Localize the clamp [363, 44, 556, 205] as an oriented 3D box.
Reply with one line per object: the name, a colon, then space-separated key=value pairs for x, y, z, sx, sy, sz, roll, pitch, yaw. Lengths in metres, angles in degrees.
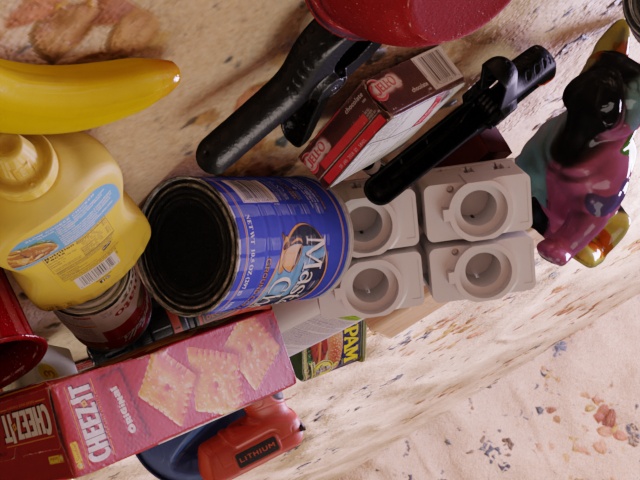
clamp: x=0.136 y=-0.113 z=0.835 sx=0.209 sy=0.036 sz=0.165 roll=-35 pitch=174 yaw=-41

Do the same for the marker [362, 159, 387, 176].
marker: x=0.051 y=-0.063 z=0.947 sx=0.020 sy=0.020 sz=0.121 roll=-34 pitch=162 yaw=13

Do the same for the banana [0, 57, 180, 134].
banana: x=-0.149 y=-0.083 z=0.550 sx=0.070 sy=0.037 sz=0.197 roll=-36 pitch=161 yaw=21

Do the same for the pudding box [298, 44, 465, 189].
pudding box: x=0.047 y=-0.092 z=0.794 sx=0.113 sy=0.039 sz=0.090 roll=-30 pitch=169 yaw=-47

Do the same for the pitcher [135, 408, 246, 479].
pitcher: x=-0.137 y=0.196 z=1.161 sx=0.145 sy=0.149 sz=0.243 roll=-61 pitch=177 yaw=-9

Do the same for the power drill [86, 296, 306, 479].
power drill: x=-0.104 y=0.128 z=0.982 sx=0.184 sy=0.187 sz=0.057 roll=-23 pitch=-159 yaw=-16

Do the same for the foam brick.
foam brick: x=0.124 y=-0.078 z=0.968 sx=0.078 sy=0.051 sz=0.052 roll=-40 pitch=160 yaw=29

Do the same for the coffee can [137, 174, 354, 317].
coffee can: x=-0.055 y=0.001 z=0.818 sx=0.103 sy=0.103 sz=0.140 roll=-41 pitch=159 yaw=31

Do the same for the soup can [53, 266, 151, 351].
soup can: x=-0.168 y=0.038 z=0.800 sx=0.068 sy=0.068 sz=0.102 roll=-27 pitch=162 yaw=-9

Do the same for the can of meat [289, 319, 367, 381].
can of meat: x=0.004 y=0.107 z=1.234 sx=0.083 sy=0.057 sz=0.102 roll=-18 pitch=130 yaw=-23

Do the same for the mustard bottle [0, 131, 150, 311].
mustard bottle: x=-0.166 y=-0.019 z=0.662 sx=0.096 sy=0.058 sz=0.191 roll=-36 pitch=163 yaw=-10

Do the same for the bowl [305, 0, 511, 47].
bowl: x=0.070 y=-0.163 z=0.590 sx=0.162 sy=0.055 sz=0.162 roll=-27 pitch=148 yaw=-18

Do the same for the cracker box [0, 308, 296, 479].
cracker box: x=-0.150 y=0.120 z=0.799 sx=0.164 sy=0.072 sz=0.213 roll=-21 pitch=176 yaw=42

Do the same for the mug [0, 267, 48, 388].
mug: x=-0.241 y=0.058 z=0.718 sx=0.093 sy=0.081 sz=0.117 roll=-26 pitch=162 yaw=-12

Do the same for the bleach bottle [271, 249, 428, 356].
bleach bottle: x=0.015 y=0.055 z=1.040 sx=0.251 sy=0.068 sz=0.102 roll=-26 pitch=157 yaw=34

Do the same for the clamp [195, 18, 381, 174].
clamp: x=-0.011 y=-0.105 z=0.693 sx=0.120 sy=0.039 sz=0.172 roll=-38 pitch=170 yaw=-48
